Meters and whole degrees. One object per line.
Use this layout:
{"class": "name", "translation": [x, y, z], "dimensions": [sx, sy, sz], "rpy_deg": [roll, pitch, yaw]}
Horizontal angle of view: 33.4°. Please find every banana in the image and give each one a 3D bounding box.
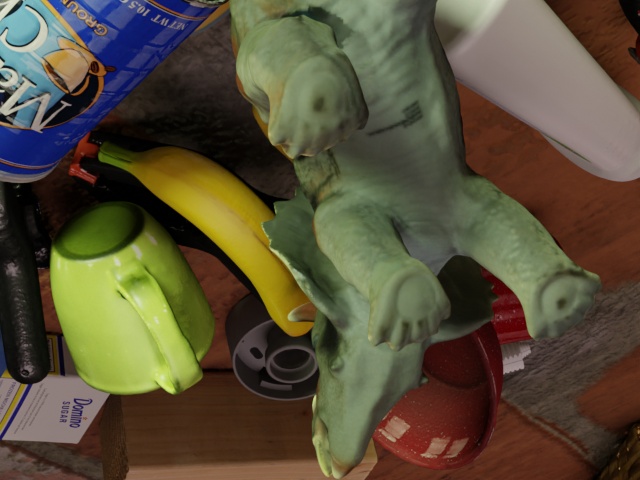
{"class": "banana", "translation": [-0.044, 0.002, 0.632], "dimensions": [0.037, 0.070, 0.197], "rpy_deg": [-55, 129, -17]}

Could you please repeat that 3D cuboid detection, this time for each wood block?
{"class": "wood block", "translation": [-0.071, 0.168, 0.886], "dimensions": [0.205, 0.090, 0.091], "rpy_deg": [2, 139, -22]}

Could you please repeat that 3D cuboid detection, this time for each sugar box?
{"class": "sugar box", "translation": [-0.250, 0.106, 0.786], "dimensions": [0.175, 0.048, 0.093], "rpy_deg": [8, 137, -32]}

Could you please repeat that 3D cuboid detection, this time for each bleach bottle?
{"class": "bleach bottle", "translation": [0.131, -0.095, 0.631], "dimensions": [0.250, 0.103, 0.068], "rpy_deg": [25, 108, -47]}

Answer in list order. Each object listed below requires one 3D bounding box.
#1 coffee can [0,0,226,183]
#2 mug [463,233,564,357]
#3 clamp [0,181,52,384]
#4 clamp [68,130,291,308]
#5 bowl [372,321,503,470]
{"class": "coffee can", "translation": [-0.126, -0.109, 0.511], "dimensions": [0.140, 0.103, 0.102], "rpy_deg": [-38, 137, 26]}
{"class": "mug", "translation": [0.129, 0.037, 0.800], "dimensions": [0.081, 0.093, 0.117], "rpy_deg": [-8, 173, -17]}
{"class": "clamp", "translation": [-0.183, -0.014, 0.634], "dimensions": [0.039, 0.120, 0.171], "rpy_deg": [-8, 121, -10]}
{"class": "clamp", "translation": [-0.053, -0.015, 0.671], "dimensions": [0.209, 0.036, 0.165], "rpy_deg": [30, 147, -30]}
{"class": "bowl", "translation": [0.071, 0.076, 0.743], "dimensions": [0.055, 0.162, 0.162], "rpy_deg": [-26, 154, -39]}
